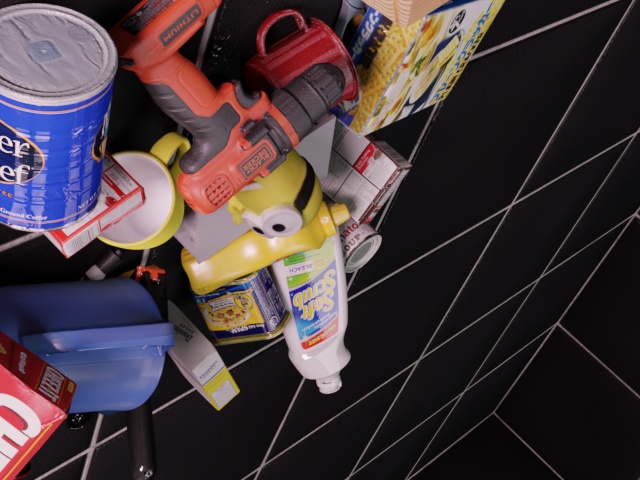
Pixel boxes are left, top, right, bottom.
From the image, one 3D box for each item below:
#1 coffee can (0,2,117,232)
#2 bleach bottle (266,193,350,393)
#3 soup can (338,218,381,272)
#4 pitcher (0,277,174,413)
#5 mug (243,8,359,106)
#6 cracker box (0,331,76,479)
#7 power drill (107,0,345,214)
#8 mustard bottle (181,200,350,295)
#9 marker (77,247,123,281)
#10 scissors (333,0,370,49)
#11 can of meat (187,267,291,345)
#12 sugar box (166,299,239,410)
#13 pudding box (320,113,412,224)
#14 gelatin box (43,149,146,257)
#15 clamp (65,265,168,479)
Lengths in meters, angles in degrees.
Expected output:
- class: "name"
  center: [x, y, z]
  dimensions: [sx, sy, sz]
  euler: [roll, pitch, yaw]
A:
- class: "coffee can"
  center: [-0.210, -0.090, 0.798]
  dimensions: [0.102, 0.103, 0.140]
  euler: [-30, 154, -35]
- class: "bleach bottle"
  center: [-0.005, 0.072, 1.323]
  dimensions: [0.102, 0.068, 0.251]
  euler: [-18, 112, -11]
- class: "soup can"
  center: [0.021, -0.015, 1.367]
  dimensions: [0.068, 0.102, 0.068]
  euler: [-38, 158, -19]
- class: "pitcher"
  center: [-0.262, 0.098, 0.971]
  dimensions: [0.242, 0.145, 0.149]
  euler: [2, 126, -52]
- class: "mug"
  center: [-0.025, -0.168, 1.041]
  dimensions: [0.081, 0.093, 0.117]
  euler: [-34, 125, -17]
- class: "cracker box"
  center: [-0.324, 0.120, 0.818]
  dimensions: [0.164, 0.213, 0.072]
  euler: [-49, -166, 8]
- class: "power drill"
  center: [-0.078, -0.138, 0.908]
  dimensions: [0.184, 0.057, 0.187]
  euler: [-43, 128, -12]
- class: "mustard bottle"
  center: [-0.058, 0.001, 1.198]
  dimensions: [0.191, 0.058, 0.096]
  euler: [-21, -175, 2]
- class: "marker"
  center: [-0.249, 0.052, 1.098]
  dimensions: [0.121, 0.020, 0.020]
  euler: [-45, 159, -4]
- class: "scissors"
  center: [0.044, -0.262, 1.083]
  dimensions: [0.096, 0.016, 0.202]
  euler: [-40, 158, -19]
- class: "can of meat"
  center: [-0.098, 0.072, 1.268]
  dimensions: [0.084, 0.102, 0.057]
  euler: [67, 29, -25]
- class: "sugar box"
  center: [-0.157, 0.146, 1.339]
  dimensions: [0.048, 0.093, 0.176]
  euler: [-41, 159, -15]
- class: "pudding box"
  center: [0.036, -0.087, 1.251]
  dimensions: [0.090, 0.113, 0.039]
  euler: [-54, 160, 22]
- class: "gelatin box"
  center: [-0.209, -0.039, 0.933]
  dimensions: [0.089, 0.073, 0.030]
  euler: [-38, 159, -21]
- class: "clamp"
  center: [-0.192, 0.133, 1.092]
  dimensions: [0.036, 0.165, 0.210]
  euler: [10, 103, -42]
